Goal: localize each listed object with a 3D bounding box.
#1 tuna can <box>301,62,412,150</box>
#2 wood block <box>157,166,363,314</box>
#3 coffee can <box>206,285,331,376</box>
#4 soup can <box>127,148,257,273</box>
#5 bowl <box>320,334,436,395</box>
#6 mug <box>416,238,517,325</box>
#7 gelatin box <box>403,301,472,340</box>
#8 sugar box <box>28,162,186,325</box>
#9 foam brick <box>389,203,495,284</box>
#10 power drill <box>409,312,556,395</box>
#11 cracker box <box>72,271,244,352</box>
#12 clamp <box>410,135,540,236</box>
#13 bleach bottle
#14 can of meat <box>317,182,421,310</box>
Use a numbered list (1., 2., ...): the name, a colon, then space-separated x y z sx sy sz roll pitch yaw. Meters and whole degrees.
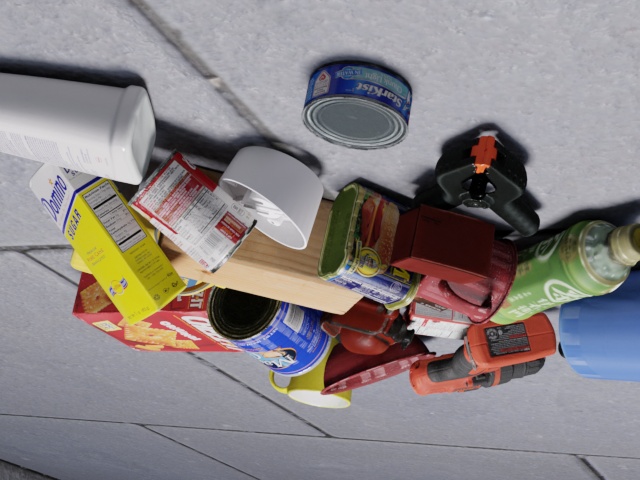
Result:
1. tuna can: 0.029 -0.106 0.846 0.086 0.033 0.086 9 159 3
2. wood block: -0.057 0.002 1.082 0.206 0.090 0.091 14 159 -10
3. coffee can: -0.060 0.097 1.306 0.103 0.103 0.140 -1 156 27
4. soup can: -0.117 -0.026 0.984 0.102 0.068 0.069 40 153 -7
5. bowl: 0.068 0.152 1.402 0.162 0.055 0.162 -18 166 -5
6. mug: 0.137 0.034 1.051 0.081 0.117 0.093 22 122 -16
7. gelatin box: 0.149 0.095 1.304 0.089 0.030 0.073 9 160 -1
8. sugar box: -0.208 -0.006 1.031 0.176 0.048 0.093 53 149 -5
9. foam brick: 0.112 0.004 0.976 0.078 0.053 0.051 16 166 -14
10. power drill: 0.217 0.142 1.305 0.184 0.057 0.188 -9 161 -16
11. cracker box: -0.190 0.095 1.403 0.214 0.072 0.164 -2 156 27
12. clamp: 0.131 -0.047 0.946 0.120 0.039 0.171 1 158 15
13. bleach bottle: -0.275 -0.112 0.934 0.251 0.068 0.102 11 160 3
14. can of meat: 0.051 0.004 1.025 0.083 0.102 0.058 22 156 -23
